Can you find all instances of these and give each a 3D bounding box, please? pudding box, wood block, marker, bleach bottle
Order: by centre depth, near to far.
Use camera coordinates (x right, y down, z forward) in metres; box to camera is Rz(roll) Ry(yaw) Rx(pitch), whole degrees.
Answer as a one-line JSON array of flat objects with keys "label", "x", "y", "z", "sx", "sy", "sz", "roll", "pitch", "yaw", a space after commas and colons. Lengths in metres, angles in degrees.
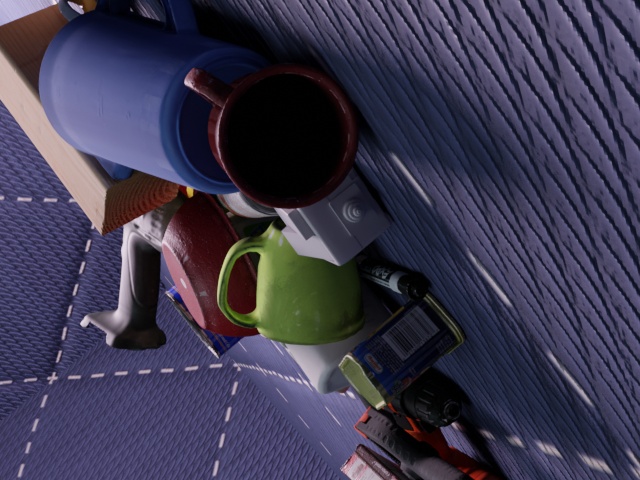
[{"label": "marker", "x": 0.057, "y": 0.030, "z": 0.881, "sx": 0.020, "sy": 0.020, "sz": 0.121, "roll": 54, "pitch": 169, "yaw": -18}, {"label": "bleach bottle", "x": -0.024, "y": 0.024, "z": 1.029, "sx": 0.251, "sy": 0.102, "sz": 0.068, "roll": 54, "pitch": 153, "yaw": 29}, {"label": "wood block", "x": -0.229, "y": -0.121, "z": 1.038, "sx": 0.206, "sy": 0.090, "sz": 0.090, "roll": 51, "pitch": 151, "yaw": 16}, {"label": "pudding box", "x": 0.086, "y": 0.258, "z": 1.077, "sx": 0.113, "sy": 0.039, "sz": 0.090, "roll": 38, "pitch": 177, "yaw": -38}]

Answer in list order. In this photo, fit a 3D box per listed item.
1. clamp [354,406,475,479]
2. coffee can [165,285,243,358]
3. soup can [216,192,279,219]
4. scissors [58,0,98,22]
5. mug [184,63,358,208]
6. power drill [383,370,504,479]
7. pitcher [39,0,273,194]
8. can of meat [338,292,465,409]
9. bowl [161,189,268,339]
[{"label": "clamp", "x": 0.104, "y": 0.221, "z": 1.025, "sx": 0.172, "sy": 0.039, "sz": 0.120, "roll": 34, "pitch": 160, "yaw": 46}, {"label": "coffee can", "x": -0.099, "y": 0.057, "z": 1.274, "sx": 0.103, "sy": 0.140, "sz": 0.103, "roll": 48, "pitch": 169, "yaw": 12}, {"label": "soup can", "x": -0.049, "y": -0.053, "z": 0.906, "sx": 0.068, "sy": 0.068, "sz": 0.102, "roll": 52, "pitch": 168, "yaw": -9}, {"label": "scissors", "x": -0.226, "y": -0.248, "z": 1.082, "sx": 0.096, "sy": 0.016, "sz": 0.202, "roll": 21, "pitch": -155, "yaw": -23}, {"label": "mug", "x": -0.040, "y": -0.078, "z": 0.712, "sx": 0.117, "sy": 0.093, "sz": 0.082, "roll": 30, "pitch": -179, "yaw": -18}, {"label": "power drill", "x": 0.118, "y": 0.196, "z": 1.091, "sx": 0.187, "sy": 0.057, "sz": 0.185, "roll": 57, "pitch": 165, "yaw": -22}, {"label": "pitcher", "x": -0.125, "y": -0.122, "z": 0.852, "sx": 0.149, "sy": 0.145, "sz": 0.243, "roll": 48, "pitch": 166, "yaw": -33}, {"label": "can of meat", "x": 0.065, "y": 0.092, "z": 0.884, "sx": 0.057, "sy": 0.084, "sz": 0.102, "roll": 49, "pitch": 169, "yaw": 8}, {"label": "bowl", "x": -0.105, "y": 0.031, "z": 1.005, "sx": 0.162, "sy": 0.055, "sz": 0.162, "roll": 56, "pitch": 162, "yaw": 28}]
